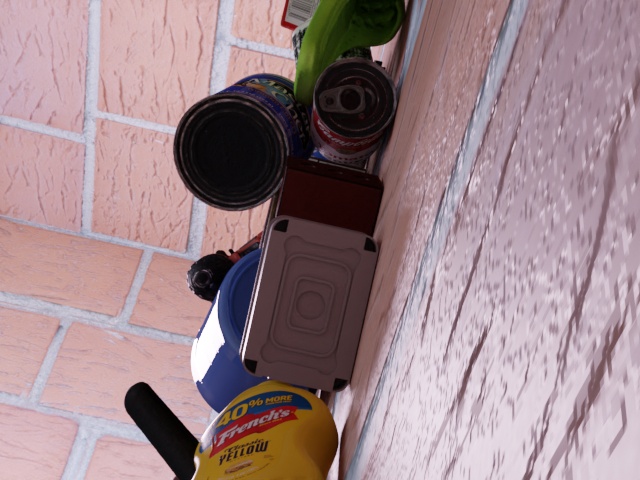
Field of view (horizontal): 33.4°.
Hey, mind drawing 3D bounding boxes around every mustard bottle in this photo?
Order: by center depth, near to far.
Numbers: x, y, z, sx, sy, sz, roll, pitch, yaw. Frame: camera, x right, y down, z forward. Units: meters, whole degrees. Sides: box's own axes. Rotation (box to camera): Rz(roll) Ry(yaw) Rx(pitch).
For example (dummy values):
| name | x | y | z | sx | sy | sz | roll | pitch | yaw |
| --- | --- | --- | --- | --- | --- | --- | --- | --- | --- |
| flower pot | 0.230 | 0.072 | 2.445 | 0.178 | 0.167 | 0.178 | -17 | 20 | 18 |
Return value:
| name | x | y | z | sx | sy | sz | roll | pitch | yaw |
| --- | --- | --- | --- | --- | --- | --- | --- | --- | --- |
| mustard bottle | -0.036 | 0.141 | 0.692 | 0.191 | 0.096 | 0.058 | -78 | -34 | -72 |

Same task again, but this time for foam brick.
| name | x | y | z | sx | sy | sz | roll | pitch | yaw |
| --- | --- | --- | --- | --- | --- | --- | --- | --- | --- |
| foam brick | 0.006 | -0.030 | 0.837 | 0.053 | 0.078 | 0.051 | -93 | 16 | -77 |

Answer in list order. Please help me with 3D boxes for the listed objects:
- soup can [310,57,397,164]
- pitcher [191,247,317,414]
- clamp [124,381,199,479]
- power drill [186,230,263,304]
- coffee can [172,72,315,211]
| name | x | y | z | sx | sy | sz | roll | pitch | yaw |
| --- | --- | --- | --- | --- | --- | --- | --- | --- | --- |
| soup can | 0.026 | -0.107 | 0.908 | 0.102 | 0.068 | 0.068 | 108 | 174 | -81 |
| pitcher | -0.042 | 0.097 | 0.960 | 0.145 | 0.149 | 0.243 | -62 | 0 | -19 |
| clamp | -0.065 | 0.180 | 0.740 | 0.036 | 0.164 | 0.210 | -60 | 17 | 21 |
| power drill | -0.058 | 0.001 | 1.151 | 0.187 | 0.057 | 0.184 | -33 | -1 | 2 |
| coffee can | -0.063 | -0.092 | 0.962 | 0.140 | 0.103 | 0.103 | -56 | -20 | -71 |
